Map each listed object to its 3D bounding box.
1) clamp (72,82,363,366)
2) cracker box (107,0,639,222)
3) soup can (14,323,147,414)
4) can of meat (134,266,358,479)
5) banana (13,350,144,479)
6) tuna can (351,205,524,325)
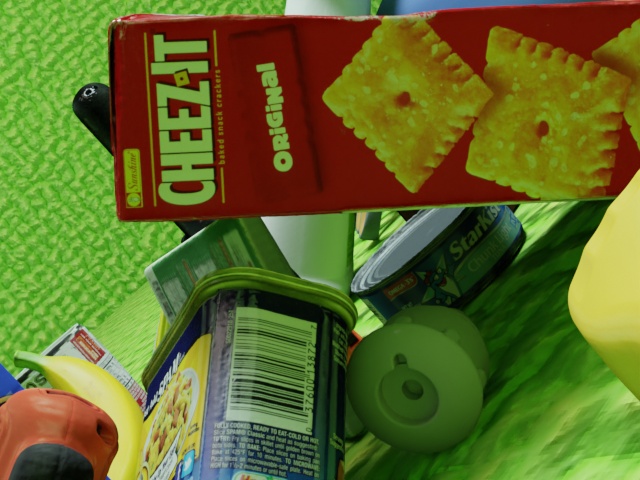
[{"bbox_3d":[-0.054,0.001,0.592,0.036,0.164,0.210,-44,48,-7],"label":"clamp"},{"bbox_3d":[0.036,-0.051,0.407,0.213,0.072,0.164,-2,6,-4],"label":"cracker box"},{"bbox_3d":[-0.163,0.118,0.761,0.068,0.102,0.068,-40,7,6],"label":"soup can"},{"bbox_3d":[-0.029,0.071,0.357,0.102,0.057,0.084,127,153,-49],"label":"can of meat"},{"bbox_3d":[-0.137,0.125,0.654,0.069,0.037,0.198,-10,30,-22],"label":"banana"},{"bbox_3d":[0.058,0.008,0.525,0.086,0.033,0.086,-41,7,6],"label":"tuna can"}]
